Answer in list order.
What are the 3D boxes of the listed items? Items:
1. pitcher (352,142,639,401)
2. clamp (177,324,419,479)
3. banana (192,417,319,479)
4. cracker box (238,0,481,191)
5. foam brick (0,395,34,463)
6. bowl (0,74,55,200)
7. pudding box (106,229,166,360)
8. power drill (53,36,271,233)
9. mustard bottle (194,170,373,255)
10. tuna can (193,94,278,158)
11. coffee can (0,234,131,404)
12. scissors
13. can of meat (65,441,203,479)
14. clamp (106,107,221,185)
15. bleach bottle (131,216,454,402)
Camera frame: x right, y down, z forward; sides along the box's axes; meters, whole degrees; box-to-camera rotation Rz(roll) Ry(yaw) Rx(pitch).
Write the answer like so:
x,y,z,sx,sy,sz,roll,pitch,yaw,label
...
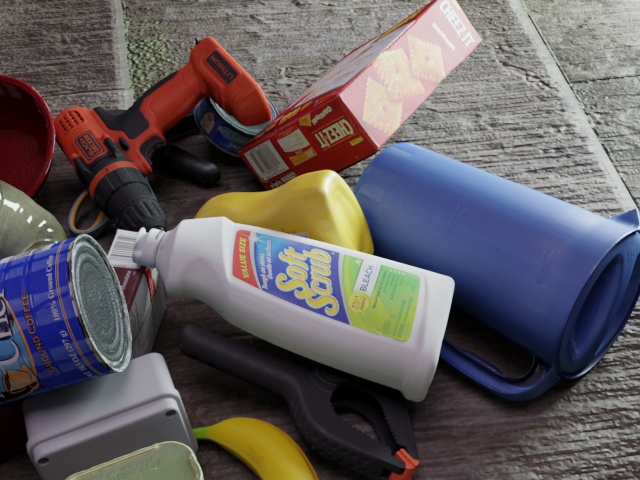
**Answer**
x,y,z,sx,sy,sz,roll,pitch,yaw,label
0.137,0.015,0.907,0.243,0.145,0.149,29,38,34,pitcher
0.010,0.111,0.851,0.164,0.036,0.210,-22,51,-42,clamp
-0.030,0.190,0.777,0.069,0.037,0.198,-42,46,1,banana
0.042,-0.141,1.053,0.164,0.072,0.213,-23,18,49,cracker box
-0.252,0.125,0.840,0.052,0.051,0.078,-28,48,-27,foam brick
-0.321,-0.077,1.035,0.162,0.055,0.162,-4,71,12,bowl
-0.160,0.061,0.881,0.039,0.090,0.113,7,42,6,pudding box
-0.143,-0.098,1.009,0.187,0.057,0.185,-34,59,-11,power drill
-0.056,0.001,0.930,0.192,0.096,0.058,-11,34,29,mustard bottle
-0.085,-0.127,1.099,0.086,0.034,0.086,22,41,-21,tuna can
-0.220,0.063,0.765,0.140,0.103,0.103,-16,42,7,coffee can
-0.164,-0.070,1.046,0.096,0.016,0.201,30,66,19,scissors
-0.126,0.193,0.737,0.102,0.084,0.057,-19,45,-19,can of meat
-0.176,-0.097,1.096,0.171,0.039,0.120,-6,39,-6,clamp
-0.027,0.043,0.837,0.251,0.068,0.102,15,52,4,bleach bottle
